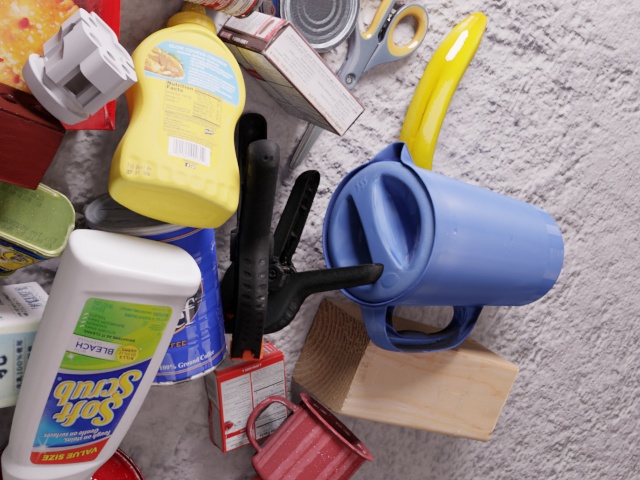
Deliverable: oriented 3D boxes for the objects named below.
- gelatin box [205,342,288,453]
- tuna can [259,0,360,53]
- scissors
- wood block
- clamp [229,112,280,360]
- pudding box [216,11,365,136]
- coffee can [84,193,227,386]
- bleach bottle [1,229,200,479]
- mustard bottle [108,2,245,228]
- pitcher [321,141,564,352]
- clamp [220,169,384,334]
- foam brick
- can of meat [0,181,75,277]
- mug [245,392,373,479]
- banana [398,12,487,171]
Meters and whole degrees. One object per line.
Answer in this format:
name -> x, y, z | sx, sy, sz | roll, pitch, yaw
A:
gelatin box -> -0.070, 0.150, 1.018 | 0.073, 0.030, 0.089 | -17, 118, -28
tuna can -> -0.008, -0.206, 0.926 | 0.086, 0.034, 0.086 | -12, 113, -30
scissors -> 0.041, -0.151, 0.990 | 0.096, 0.016, 0.202 | 14, 99, -36
wood block -> 0.088, 0.134, 1.078 | 0.205, 0.091, 0.090 | 17, 98, -37
clamp -> -0.056, 0.001, 0.879 | 0.036, 0.164, 0.210 | 2, 97, -6
pudding box -> -0.025, -0.143, 0.902 | 0.113, 0.090, 0.039 | 42, 83, -36
coffee can -> -0.135, 0.035, 0.887 | 0.102, 0.103, 0.140 | -17, 116, -28
bleach bottle -> -0.177, 0.119, 0.817 | 0.102, 0.068, 0.251 | 11, 111, -26
mustard bottle -> -0.107, -0.108, 0.834 | 0.096, 0.058, 0.191 | 15, 59, -23
pitcher -> 0.126, 0.014, 1.022 | 0.242, 0.145, 0.149 | 9, 129, -45
clamp -> -0.036, 0.020, 0.957 | 0.172, 0.120, 0.039 | -31, 155, 18
foam brick -> -0.224, -0.077, 0.732 | 0.078, 0.053, 0.051 | 19, 109, -41
can of meat -> -0.246, -0.016, 0.796 | 0.102, 0.084, 0.057 | 27, 63, -37
mug -> -0.019, 0.197, 1.003 | 0.117, 0.093, 0.081 | 42, 90, -9
banana -> 0.111, -0.129, 1.035 | 0.069, 0.037, 0.198 | -8, 118, -63
